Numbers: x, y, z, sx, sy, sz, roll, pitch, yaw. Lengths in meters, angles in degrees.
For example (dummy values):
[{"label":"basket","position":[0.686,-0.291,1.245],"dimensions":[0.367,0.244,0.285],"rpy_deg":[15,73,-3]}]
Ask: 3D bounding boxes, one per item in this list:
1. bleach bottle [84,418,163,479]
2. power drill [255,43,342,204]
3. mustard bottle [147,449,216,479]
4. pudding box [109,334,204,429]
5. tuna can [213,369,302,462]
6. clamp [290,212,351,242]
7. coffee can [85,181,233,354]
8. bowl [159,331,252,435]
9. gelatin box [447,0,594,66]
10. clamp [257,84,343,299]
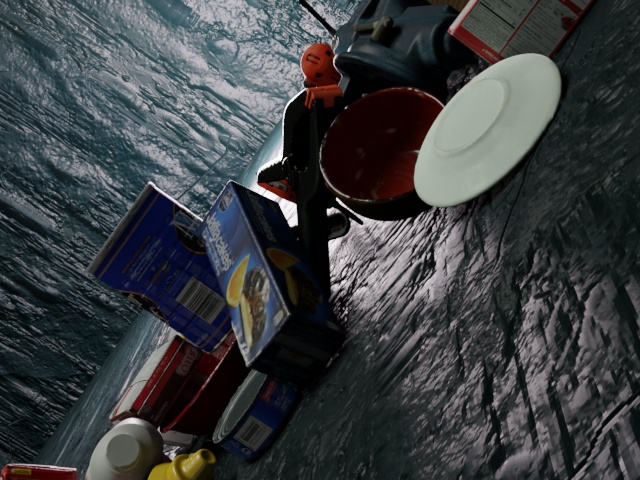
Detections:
[{"label":"bleach bottle","position":[-0.189,0.228,1.000],"dimensions":[0.102,0.068,0.251],"rpy_deg":[-58,-4,-24]},{"label":"power drill","position":[0.010,-0.129,1.279],"dimensions":[0.184,0.057,0.188],"rpy_deg":[17,-82,-55]},{"label":"mustard bottle","position":[-0.146,0.245,0.905],"dimensions":[0.192,0.058,0.096],"rpy_deg":[-51,4,23]},{"label":"pudding box","position":[-0.163,0.146,1.053],"dimensions":[0.090,0.039,0.114],"rpy_deg":[-58,11,-23]},{"label":"tuna can","position":[-0.050,0.137,0.872],"dimensions":[0.086,0.033,0.086],"rpy_deg":[-54,9,12]},{"label":"clamp","position":[-0.057,0.001,1.111],"dimensions":[0.172,0.120,0.039],"rpy_deg":[-31,56,57]},{"label":"coffee can","position":[-0.133,0.026,1.006],"dimensions":[0.103,0.140,0.103],"rpy_deg":[-53,9,12]},{"label":"bowl","position":[-0.087,0.129,1.023],"dimensions":[0.162,0.055,0.162],"rpy_deg":[-53,9,12]},{"label":"gelatin box","position":[0.152,-0.172,0.804],"dimensions":[0.089,0.073,0.030],"rpy_deg":[-54,9,10]},{"label":"clamp","position":[-0.017,-0.065,0.953],"dimensions":[0.210,0.036,0.165],"rpy_deg":[100,152,-45]}]
